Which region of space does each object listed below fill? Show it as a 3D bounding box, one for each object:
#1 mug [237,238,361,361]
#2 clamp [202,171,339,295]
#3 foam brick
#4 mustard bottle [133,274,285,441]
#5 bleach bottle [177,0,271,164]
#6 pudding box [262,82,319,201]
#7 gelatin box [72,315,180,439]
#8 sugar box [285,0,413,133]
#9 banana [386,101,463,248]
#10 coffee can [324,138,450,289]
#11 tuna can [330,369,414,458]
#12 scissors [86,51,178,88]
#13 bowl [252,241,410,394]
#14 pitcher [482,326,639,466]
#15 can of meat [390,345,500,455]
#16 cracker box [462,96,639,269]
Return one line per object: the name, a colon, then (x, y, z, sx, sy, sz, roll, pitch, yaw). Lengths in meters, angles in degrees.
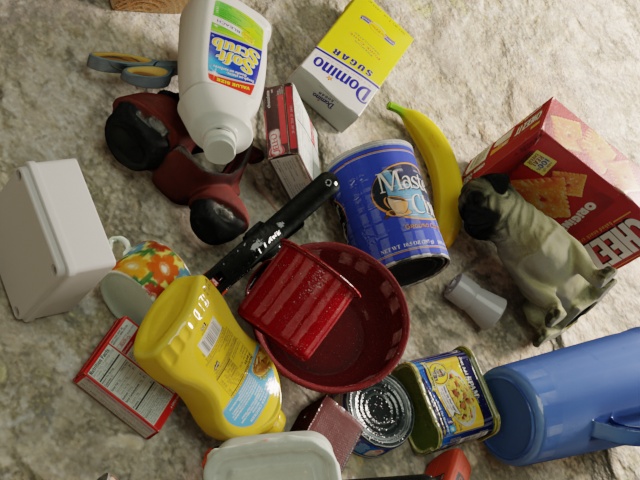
mug: (-0.030, 0.054, 0.999, 0.081, 0.117, 0.093, -54, 134, -8)
clamp: (-0.057, 0.001, 1.082, 0.171, 0.120, 0.039, -39, 82, -20)
foam brick: (-0.004, 0.198, 1.021, 0.051, 0.053, 0.078, 40, 48, -9)
mustard bottle: (-0.086, 0.126, 0.971, 0.191, 0.058, 0.096, 54, 45, -33)
bleach bottle: (-0.096, -0.159, 1.081, 0.102, 0.068, 0.251, 29, 32, -27)
pudding box: (-0.030, -0.101, 1.141, 0.113, 0.039, 0.090, 59, 23, -61)
gelatin box: (-0.168, 0.123, 0.966, 0.089, 0.030, 0.073, 40, 50, -11)
sugar box: (0.038, -0.218, 1.293, 0.093, 0.048, 0.176, 40, 48, -9)
banana: (0.138, -0.081, 1.292, 0.069, 0.037, 0.198, -12, 70, -21)
coffee can: (0.072, -0.026, 1.167, 0.102, 0.103, 0.140, -2, 66, -35)
tuna can: (0.053, 0.175, 1.085, 0.086, 0.034, 0.086, 16, 56, -26)
scissors: (-0.146, -0.178, 1.134, 0.201, 0.016, 0.096, -1, 26, -34)
bowl: (0.006, 0.084, 1.072, 0.162, 0.055, 0.162, 5, 63, -10)
pitcher: (0.298, 0.179, 1.181, 0.242, 0.149, 0.145, -6, 68, -33)
can of meat: (0.129, 0.169, 1.125, 0.083, 0.058, 0.102, -8, 68, -35)
cracker box: (0.300, -0.051, 1.297, 0.213, 0.164, 0.072, 38, 51, -11)
